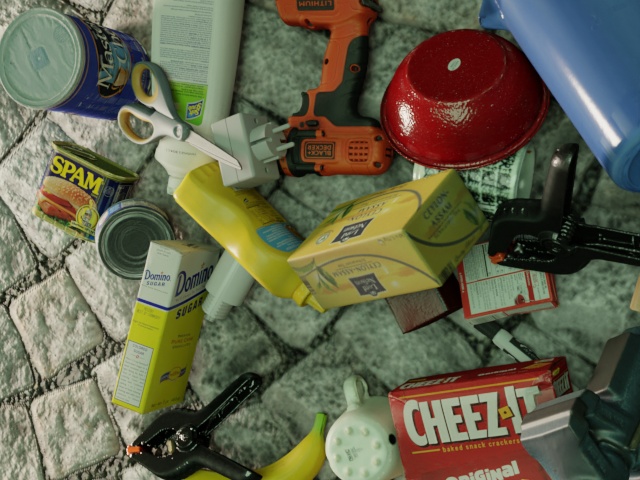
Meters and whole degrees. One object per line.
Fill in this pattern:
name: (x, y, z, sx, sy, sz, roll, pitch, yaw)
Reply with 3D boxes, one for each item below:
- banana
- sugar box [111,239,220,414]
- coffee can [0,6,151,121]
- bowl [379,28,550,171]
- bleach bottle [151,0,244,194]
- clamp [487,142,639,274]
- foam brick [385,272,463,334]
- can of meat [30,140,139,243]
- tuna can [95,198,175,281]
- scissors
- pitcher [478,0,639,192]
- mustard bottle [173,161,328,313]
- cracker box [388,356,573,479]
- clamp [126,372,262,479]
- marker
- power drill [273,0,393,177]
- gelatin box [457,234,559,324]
banana: (-0.069, 0.246, 1.127, 0.198, 0.037, 0.069, -23, 59, 17)
sugar box: (-0.161, 0.088, 1.126, 0.048, 0.093, 0.176, 19, 98, 19)
coffee can: (-0.258, -0.184, 1.134, 0.103, 0.140, 0.103, 0, 91, 21)
bowl: (0.129, -0.144, 0.991, 0.162, 0.055, 0.162, -8, 54, 12)
bleach bottle: (-0.140, -0.173, 1.133, 0.103, 0.068, 0.251, 11, 97, 23)
clamp: (0.219, -0.004, 0.918, 0.164, 0.210, 0.036, 33, 68, -9)
foam brick: (0.101, 0.053, 1.034, 0.051, 0.078, 0.053, -30, 80, 21)
can of meat: (-0.263, -0.052, 1.184, 0.102, 0.057, 0.084, 27, 102, 18)
tuna can: (-0.199, 0.000, 1.148, 0.086, 0.034, 0.086, -3, 108, -11)
scissors: (-0.143, -0.130, 1.080, 0.202, 0.016, 0.096, 13, 104, 44)
pitcher: (0.254, -0.166, 0.898, 0.149, 0.144, 0.243, -60, 40, 43)
mustard bottle: (-0.057, 0.002, 1.084, 0.192, 0.096, 0.058, 44, 109, 15)
cracker box: (0.168, 0.230, 1.005, 0.164, 0.072, 0.214, -12, 90, 25)
clamp: (-0.129, 0.220, 1.130, 0.172, 0.039, 0.120, -26, 48, 22)
marker: (0.196, 0.111, 1.030, 0.121, 0.020, 0.020, 40, 104, 16)
power drill: (-0.011, -0.158, 1.087, 0.185, 0.057, 0.188, 3, 94, 24)
gelatin box: (0.178, 0.035, 1.021, 0.089, 0.030, 0.073, -14, 68, 20)
